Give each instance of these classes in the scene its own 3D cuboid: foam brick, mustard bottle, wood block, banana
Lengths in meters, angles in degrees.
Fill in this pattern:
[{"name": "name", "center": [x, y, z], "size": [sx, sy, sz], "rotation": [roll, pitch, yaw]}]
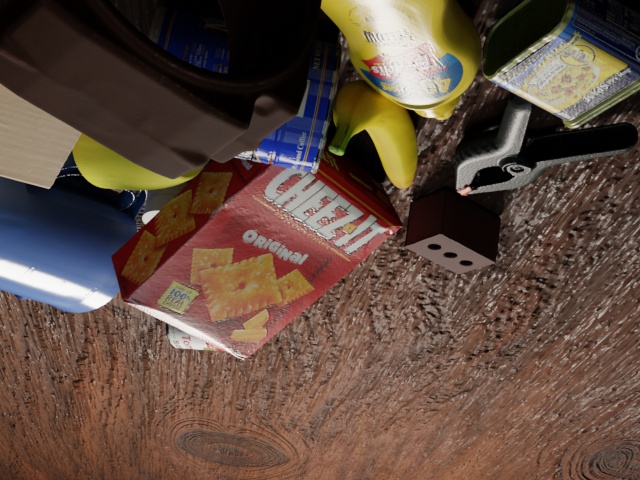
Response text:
[{"name": "foam brick", "center": [0.128, -0.008, 1.030], "size": [0.078, 0.051, 0.053], "rotation": [25, 150, -31]}, {"name": "mustard bottle", "center": [0.063, -0.145, 0.763], "size": [0.096, 0.058, 0.191], "rotation": [2, 154, 24]}, {"name": "wood block", "center": [-0.288, -0.123, 0.808], "size": [0.205, 0.090, 0.091], "rotation": [15, 124, -35]}, {"name": "banana", "center": [0.045, -0.089, 0.864], "size": [0.037, 0.069, 0.197], "rotation": [21, -178, 22]}]

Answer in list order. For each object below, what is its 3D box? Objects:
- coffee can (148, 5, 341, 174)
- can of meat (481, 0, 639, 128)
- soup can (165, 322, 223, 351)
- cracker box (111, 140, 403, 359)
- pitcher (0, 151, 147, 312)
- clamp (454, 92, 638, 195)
[{"name": "coffee can", "center": [-0.063, -0.114, 0.814], "size": [0.140, 0.103, 0.103], "rotation": [11, 154, -5]}, {"name": "can of meat", "center": [0.176, -0.134, 0.754], "size": [0.083, 0.057, 0.102], "rotation": [22, 151, -22]}, {"name": "soup can", "center": [-0.132, 0.102, 1.317], "size": [0.102, 0.068, 0.068], "rotation": [2, 154, 14]}, {"name": "cracker box", "center": [-0.056, 0.001, 0.973], "size": [0.214, 0.072, 0.164], "rotation": [-41, 134, 17]}, {"name": "pitcher", "center": [-0.280, -0.022, 0.985], "size": [0.145, 0.149, 0.242], "rotation": [10, 173, 26]}, {"name": "clamp", "center": [0.161, -0.080, 0.888], "size": [0.120, 0.039, 0.172], "rotation": [27, 149, -30]}]
